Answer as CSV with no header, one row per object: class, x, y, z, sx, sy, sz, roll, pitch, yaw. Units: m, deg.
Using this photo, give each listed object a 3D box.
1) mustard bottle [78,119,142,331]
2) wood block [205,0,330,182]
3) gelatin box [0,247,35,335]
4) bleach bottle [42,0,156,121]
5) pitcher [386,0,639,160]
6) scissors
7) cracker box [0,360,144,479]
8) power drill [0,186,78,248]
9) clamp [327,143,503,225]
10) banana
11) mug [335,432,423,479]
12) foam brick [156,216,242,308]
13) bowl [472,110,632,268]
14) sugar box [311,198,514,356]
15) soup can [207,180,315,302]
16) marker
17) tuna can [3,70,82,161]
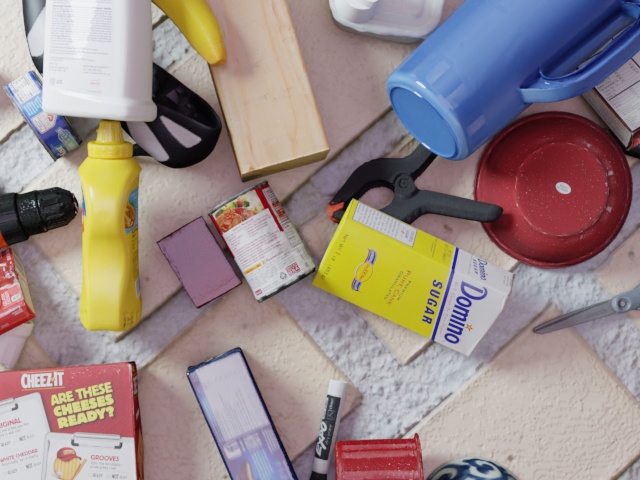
mustard bottle,-0.196,-0.017,1.001,0.058,0.096,0.192,2,103,-2
wood block,-0.064,-0.170,1.043,0.090,0.091,0.206,-16,89,-4
gelatin box,-0.316,0.055,1.016,0.073,0.089,0.030,-26,131,-5
bleach bottle,-0.190,-0.234,0.942,0.103,0.068,0.251,7,98,16
pitcher,0.189,-0.185,1.021,0.242,0.149,0.145,-42,96,-12
scissors,0.326,0.078,1.098,0.201,0.016,0.096,-32,90,-5
cracker box,-0.252,0.228,1.019,0.164,0.072,0.214,-4,87,-5
power drill,-0.342,-0.080,1.033,0.184,0.057,0.187,-14,88,-5
clamp,0.089,-0.062,1.070,0.171,0.039,0.120,-9,66,4
banana,-0.163,-0.230,0.989,0.198,0.037,0.070,26,101,9
mug,0.056,0.246,1.035,0.081,0.093,0.117,-1,97,0
foam brick,-0.118,0.023,1.048,0.051,0.053,0.078,-32,89,-6
bowl,0.236,-0.051,1.065,0.162,0.055,0.162,0,92,3
sugar box,0.090,0.039,1.045,0.176,0.048,0.093,26,128,-1
soup can,-0.057,0.001,1.046,0.068,0.068,0.102,-29,90,-5
marker,0.006,0.199,1.065,0.020,0.020,0.121,13,86,-4
tuna can,-0.266,-0.120,1.027,0.033,0.086,0.086,-34,90,-7
